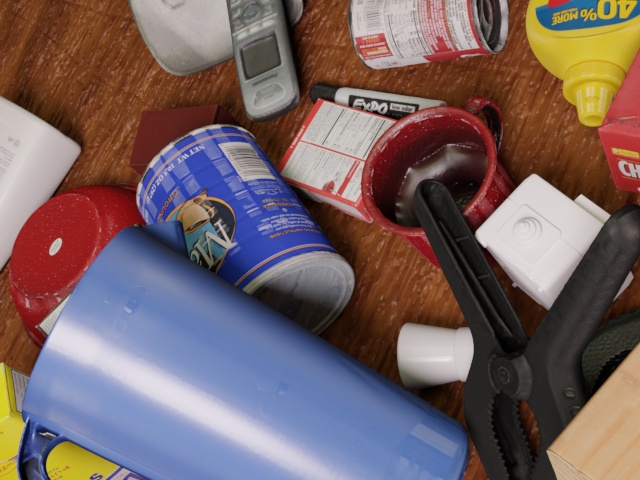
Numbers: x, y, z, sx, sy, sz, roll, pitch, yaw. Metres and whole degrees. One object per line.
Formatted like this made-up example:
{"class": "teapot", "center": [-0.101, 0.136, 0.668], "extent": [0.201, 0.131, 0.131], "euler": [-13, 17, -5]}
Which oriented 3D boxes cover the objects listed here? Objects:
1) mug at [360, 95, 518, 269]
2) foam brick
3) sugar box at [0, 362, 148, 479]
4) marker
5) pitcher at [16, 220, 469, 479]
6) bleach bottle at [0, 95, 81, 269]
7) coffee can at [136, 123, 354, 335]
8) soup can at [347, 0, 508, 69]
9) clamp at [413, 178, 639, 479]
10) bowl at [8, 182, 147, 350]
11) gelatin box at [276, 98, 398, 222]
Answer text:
{"class": "mug", "center": [0.090, -0.040, 0.710], "extent": [0.093, 0.081, 0.117], "euler": [16, 75, 35]}
{"class": "foam brick", "center": [-0.106, -0.073, 0.863], "extent": [0.078, 0.051, 0.053], "euler": [0, 67, 31]}
{"class": "sugar box", "center": [-0.184, 0.146, 0.716], "extent": [0.093, 0.176, 0.048], "euler": [-30, 52, 15]}
{"class": "marker", "center": [0.041, -0.105, 0.813], "extent": [0.121, 0.020, 0.020], "euler": [15, 74, 35]}
{"class": "pitcher", "center": [-0.046, 0.111, 0.625], "extent": [0.243, 0.145, 0.149], "euler": [28, 112, 3]}
{"class": "bleach bottle", "center": [-0.318, -0.002, 0.947], "extent": [0.103, 0.068, 0.251], "euler": [29, 84, 38]}
{"class": "coffee can", "center": [-0.055, 0.001, 0.754], "extent": [0.103, 0.102, 0.140], "euler": [-40, 58, 7]}
{"class": "soup can", "center": [0.080, -0.166, 0.791], "extent": [0.102, 0.068, 0.068], "euler": [-3, 64, 30]}
{"class": "clamp", "center": [0.109, 0.064, 0.605], "extent": [0.165, 0.036, 0.210], "euler": [24, 121, 53]}
{"class": "bowl", "center": [-0.200, 0.014, 0.872], "extent": [0.162, 0.055, 0.162], "euler": [-13, 60, 24]}
{"class": "gelatin box", "center": [0.019, -0.061, 0.797], "extent": [0.089, 0.030, 0.073], "euler": [22, 77, 38]}
